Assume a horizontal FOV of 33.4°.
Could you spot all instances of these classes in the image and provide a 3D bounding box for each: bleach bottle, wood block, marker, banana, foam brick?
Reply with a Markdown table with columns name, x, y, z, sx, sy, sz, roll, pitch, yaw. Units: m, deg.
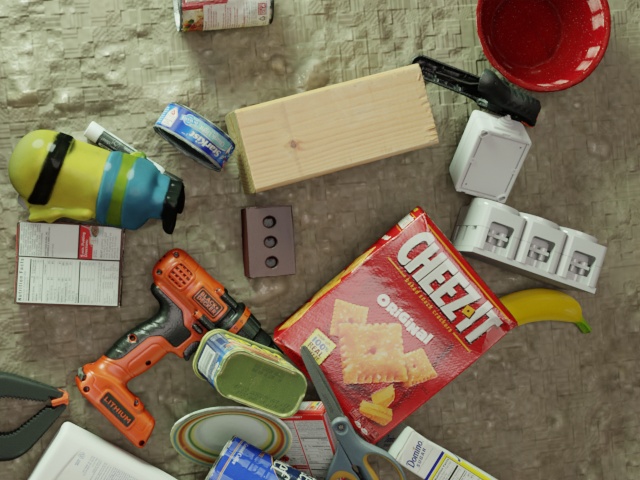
| name | x | y | z | sx | sy | sz | roll | pitch | yaw |
| --- | --- | --- | --- | --- | --- | --- | --- | --- | --- |
| bleach bottle | -0.188 | 0.296 | 1.140 | 0.250 | 0.068 | 0.102 | 33 | 85 | -12 |
| wood block | 0.011 | -0.120 | 1.159 | 0.206 | 0.090 | 0.091 | -15 | 94 | -11 |
| marker | -0.200 | -0.088 | 1.154 | 0.121 | 0.020 | 0.020 | 33 | 84 | -10 |
| banana | 0.221 | 0.095 | 1.228 | 0.197 | 0.037 | 0.069 | -12 | 93 | -10 |
| foam brick | -0.058 | 0.001 | 1.166 | 0.053 | 0.051 | 0.078 | -4 | 92 | -11 |

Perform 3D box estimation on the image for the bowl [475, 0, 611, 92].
| name | x | y | z | sx | sy | sz | roll | pitch | yaw |
| --- | --- | --- | --- | --- | --- | --- | --- | --- | --- |
| bowl | 0.246 | -0.246 | 1.219 | 0.162 | 0.055 | 0.162 | 0 | 90 | -11 |

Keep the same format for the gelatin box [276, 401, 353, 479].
| name | x | y | z | sx | sy | sz | roll | pitch | yaw |
| --- | --- | --- | --- | --- | --- | --- | --- | --- | --- |
| gelatin box | -0.011 | 0.219 | 1.160 | 0.073 | 0.030 | 0.089 | -6 | 111 | 32 |

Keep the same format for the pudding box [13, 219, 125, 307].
| name | x | y | z | sx | sy | sz | roll | pitch | yaw |
| --- | --- | --- | --- | --- | --- | --- | --- | --- | --- |
| pudding box | -0.266 | 0.025 | 1.133 | 0.113 | 0.039 | 0.090 | 3 | 90 | -9 |

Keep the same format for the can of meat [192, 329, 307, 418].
| name | x | y | z | sx | sy | sz | roll | pitch | yaw |
| --- | --- | --- | --- | --- | --- | --- | --- | --- | --- |
| can of meat | -0.072 | 0.138 | 1.100 | 0.102 | 0.084 | 0.057 | 24 | 89 | -21 |

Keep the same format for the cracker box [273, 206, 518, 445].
| name | x | y | z | sx | sy | sz | roll | pitch | yaw |
| --- | --- | --- | --- | --- | --- | --- | --- | --- | --- |
| cracker box | 0.080 | 0.094 | 1.163 | 0.214 | 0.072 | 0.164 | -40 | 97 | 5 |

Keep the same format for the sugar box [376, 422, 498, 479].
| name | x | y | z | sx | sy | sz | roll | pitch | yaw |
| --- | --- | --- | --- | --- | --- | --- | --- | --- | --- |
| sugar box | 0.150 | 0.264 | 1.188 | 0.176 | 0.093 | 0.048 | 31 | 85 | -9 |

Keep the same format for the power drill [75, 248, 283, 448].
| name | x | y | z | sx | sy | sz | roll | pitch | yaw |
| --- | --- | --- | --- | --- | --- | --- | --- | --- | --- |
| power drill | -0.153 | 0.130 | 1.148 | 0.187 | 0.057 | 0.184 | -46 | 102 | -9 |

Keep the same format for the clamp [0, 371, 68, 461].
| name | x | y | z | sx | sy | sz | roll | pitch | yaw |
| --- | --- | --- | --- | --- | --- | --- | --- | --- | --- |
| clamp | -0.371 | 0.184 | 1.114 | 0.209 | 0.036 | 0.164 | -22 | 95 | -12 |

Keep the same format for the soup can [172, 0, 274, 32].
| name | x | y | z | sx | sy | sz | roll | pitch | yaw |
| --- | --- | --- | --- | --- | --- | --- | --- | --- | --- |
| soup can | -0.105 | -0.262 | 1.145 | 0.102 | 0.068 | 0.068 | -7 | 92 | -11 |

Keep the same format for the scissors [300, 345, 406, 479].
| name | x | y | z | sx | sy | sz | roll | pitch | yaw |
| --- | --- | --- | --- | --- | --- | --- | --- | --- | --- |
| scissors | 0.011 | 0.210 | 1.117 | 0.096 | 0.016 | 0.201 | -39 | 101 | 11 |

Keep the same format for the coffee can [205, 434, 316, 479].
| name | x | y | z | sx | sy | sz | roll | pitch | yaw |
| --- | --- | --- | --- | --- | --- | --- | --- | --- | --- |
| coffee can | -0.051 | 0.277 | 1.090 | 0.140 | 0.103 | 0.103 | 27 | 85 | 6 |

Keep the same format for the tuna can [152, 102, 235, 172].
| name | x | y | z | sx | sy | sz | roll | pitch | yaw |
| --- | --- | --- | --- | --- | --- | --- | --- | --- | --- |
| tuna can | -0.133 | -0.110 | 1.133 | 0.086 | 0.086 | 0.033 | 34 | 83 | -10 |

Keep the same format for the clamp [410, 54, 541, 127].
| name | x | y | z | sx | sy | sz | roll | pitch | yaw |
| --- | --- | --- | --- | --- | --- | --- | --- | --- | --- |
| clamp | 0.192 | -0.161 | 1.175 | 0.171 | 0.120 | 0.039 | 16 | 101 | -32 |
